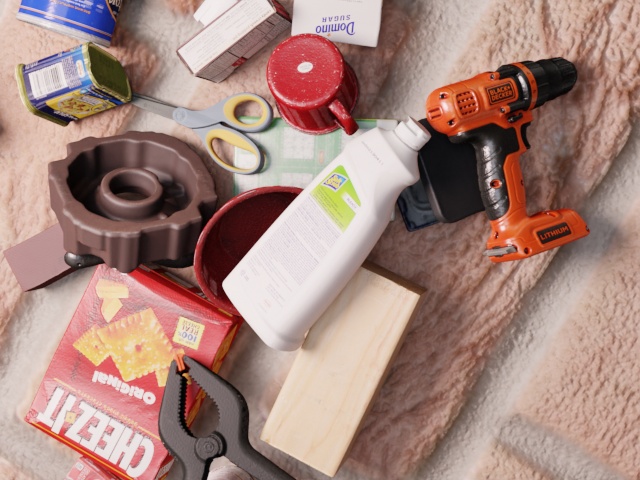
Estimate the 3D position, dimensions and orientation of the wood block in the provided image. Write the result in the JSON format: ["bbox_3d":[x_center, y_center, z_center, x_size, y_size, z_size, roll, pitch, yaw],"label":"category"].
[{"bbox_3d":[0.026,0.127,1.114,0.090,0.090,0.206,26,97,9],"label":"wood block"}]

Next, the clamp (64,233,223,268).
[{"bbox_3d":[-0.190,0.000,1.138,0.171,0.120,0.039,11,134,-2],"label":"clamp"}]

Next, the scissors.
[{"bbox_3d":[-0.134,-0.148,1.161,0.202,0.016,0.096,37,100,14],"label":"scissors"}]

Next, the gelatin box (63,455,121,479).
[{"bbox_3d":[-0.263,0.297,1.202,0.073,0.030,0.089,38,98,6],"label":"gelatin box"}]

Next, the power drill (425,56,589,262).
[{"bbox_3d":[0.203,-0.083,1.060,0.184,0.057,0.187,-19,91,-27],"label":"power drill"}]

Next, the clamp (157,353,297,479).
[{"bbox_3d":[-0.097,0.211,1.075,0.164,0.036,0.210,-15,75,3],"label":"clamp"}]

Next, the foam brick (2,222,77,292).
[{"bbox_3d":[-0.300,0.017,1.187,0.078,0.051,0.053,-26,89,10],"label":"foam brick"}]

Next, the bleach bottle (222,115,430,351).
[{"bbox_3d":[0.018,-0.013,1.037,0.251,0.068,0.103,-48,65,15],"label":"bleach bottle"}]

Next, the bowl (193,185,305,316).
[{"bbox_3d":[-0.057,0.001,1.119,0.162,0.055,0.162,-8,124,-13],"label":"bowl"}]

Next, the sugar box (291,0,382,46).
[{"bbox_3d":[0.024,-0.290,1.082,0.093,0.048,0.176,8,123,1],"label":"sugar box"}]

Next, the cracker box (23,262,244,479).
[{"bbox_3d":[-0.203,0.139,1.165,0.164,0.072,0.214,28,97,8],"label":"cracker box"}]

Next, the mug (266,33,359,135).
[{"bbox_3d":[-0.003,-0.155,1.103,0.093,0.081,0.117,-38,77,2],"label":"mug"}]

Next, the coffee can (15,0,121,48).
[{"bbox_3d":[-0.256,-0.288,1.142,0.103,0.102,0.140,18,95,9],"label":"coffee can"}]

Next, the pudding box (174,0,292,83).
[{"bbox_3d":[-0.089,-0.215,1.121,0.113,0.090,0.039,-38,86,10],"label":"pudding box"}]

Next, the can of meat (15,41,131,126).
[{"bbox_3d":[-0.262,-0.167,1.144,0.084,0.102,0.057,-17,80,13],"label":"can of meat"}]
